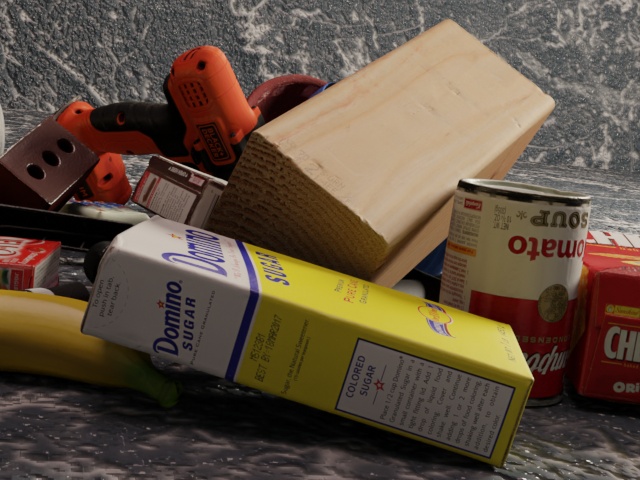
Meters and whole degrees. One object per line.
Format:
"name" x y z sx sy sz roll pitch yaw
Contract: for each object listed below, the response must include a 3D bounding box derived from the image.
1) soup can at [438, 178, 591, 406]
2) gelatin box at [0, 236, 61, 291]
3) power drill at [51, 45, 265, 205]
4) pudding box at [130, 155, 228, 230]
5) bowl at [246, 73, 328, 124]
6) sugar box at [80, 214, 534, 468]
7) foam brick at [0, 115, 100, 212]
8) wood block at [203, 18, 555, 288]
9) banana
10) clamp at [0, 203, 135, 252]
"soup can" 0.095 0.024 0.533 0.068 0.102 0.068 7 8 -1
"gelatin box" -0.193 0.016 0.613 0.073 0.030 0.089 6 8 -4
"power drill" -0.123 -0.063 0.885 0.188 0.184 0.057 -7 32 28
"pudding box" -0.053 -0.010 0.687 0.113 0.039 0.090 29 -3 -34
"bowl" -0.021 -0.067 0.978 0.161 0.162 0.055 1 -14 -33
"sugar box" -0.003 0.037 0.458 0.176 0.048 0.093 20 9 0
"foam brick" -0.213 -0.046 0.801 0.053 0.051 0.078 40 36 -7
"wood block" 0.038 -0.039 0.602 0.090 0.091 0.205 40 41 11
"banana" -0.158 0.040 0.447 0.197 0.037 0.070 5 6 -14
"clamp" -0.237 -0.015 0.730 0.210 0.036 0.164 3 -9 39
